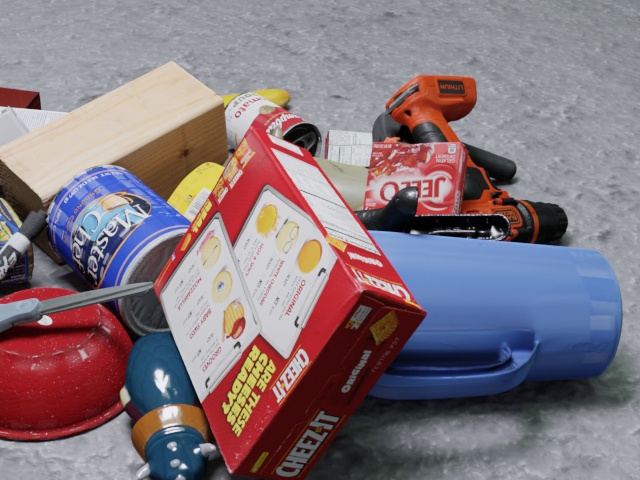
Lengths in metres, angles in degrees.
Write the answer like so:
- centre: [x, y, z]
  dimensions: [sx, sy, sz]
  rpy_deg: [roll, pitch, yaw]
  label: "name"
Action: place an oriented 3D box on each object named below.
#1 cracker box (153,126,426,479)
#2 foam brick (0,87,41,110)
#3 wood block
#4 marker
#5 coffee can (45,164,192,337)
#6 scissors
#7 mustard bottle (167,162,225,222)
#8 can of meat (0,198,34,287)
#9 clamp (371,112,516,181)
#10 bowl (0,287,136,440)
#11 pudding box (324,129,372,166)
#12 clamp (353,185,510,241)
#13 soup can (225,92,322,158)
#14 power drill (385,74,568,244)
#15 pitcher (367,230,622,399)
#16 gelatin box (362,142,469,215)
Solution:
- centre: [-0.032, 0.043, 0.781]
  dimensions: [0.072, 0.164, 0.214]
  rpy_deg: [19, 25, -36]
  label: "cracker box"
- centre: [-0.358, -0.138, 1.197]
  dimensions: [0.078, 0.053, 0.051]
  rpy_deg: [6, 31, 4]
  label: "foam brick"
- centre: [-0.198, -0.079, 1.037]
  dimensions: [0.205, 0.091, 0.090]
  rpy_deg: [-33, 53, -28]
  label: "wood block"
- centre: [-0.276, 0.022, 0.919]
  dimensions: [0.020, 0.020, 0.121]
  rpy_deg: [25, 70, 30]
  label: "marker"
- centre: [-0.163, 0.008, 0.935]
  dimensions: [0.102, 0.103, 0.140]
  rpy_deg: [-20, 38, -33]
  label: "coffee can"
- centre: [-0.231, 0.065, 0.798]
  dimensions: [0.202, 0.016, 0.096]
  rpy_deg: [-4, 33, 10]
  label: "scissors"
- centre: [-0.056, 0.001, 0.982]
  dimensions: [0.192, 0.058, 0.096]
  rpy_deg: [25, 72, 30]
  label: "mustard bottle"
- centre: [-0.315, 0.005, 0.966]
  dimensions: [0.083, 0.057, 0.102]
  rpy_deg: [-13, 36, -29]
  label: "can of meat"
- centre: [0.122, -0.102, 1.140]
  dimensions: [0.164, 0.036, 0.209]
  rpy_deg: [35, 25, 12]
  label: "clamp"
- centre: [-0.221, 0.085, 0.849]
  dimensions: [0.162, 0.055, 0.162]
  rpy_deg: [3, 32, -2]
  label: "bowl"
- centre: [0.059, -0.084, 1.173]
  dimensions: [0.113, 0.039, 0.090]
  rpy_deg: [3, 31, 1]
  label: "pudding box"
- centre: [0.077, -0.009, 0.925]
  dimensions: [0.120, 0.039, 0.172]
  rpy_deg: [19, -16, -26]
  label: "clamp"
- centre: [-0.056, -0.117, 1.184]
  dimensions: [0.068, 0.068, 0.102]
  rpy_deg: [-21, 39, -35]
  label: "soup can"
- centre: [0.155, -0.073, 1.053]
  dimensions: [0.184, 0.057, 0.188]
  rpy_deg: [-5, 63, -45]
  label: "power drill"
- centre: [0.115, 0.063, 0.860]
  dimensions: [0.242, 0.145, 0.149]
  rpy_deg: [2, 72, -10]
  label: "pitcher"
- centre: [0.087, -0.051, 0.971]
  dimensions: [0.089, 0.073, 0.030]
  rpy_deg: [3, -13, 26]
  label: "gelatin box"
